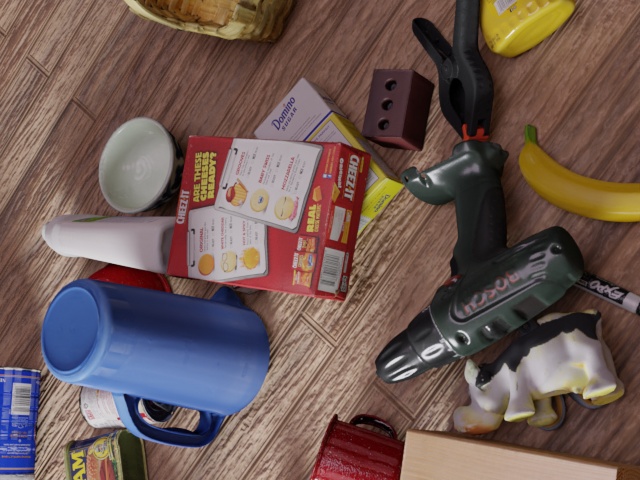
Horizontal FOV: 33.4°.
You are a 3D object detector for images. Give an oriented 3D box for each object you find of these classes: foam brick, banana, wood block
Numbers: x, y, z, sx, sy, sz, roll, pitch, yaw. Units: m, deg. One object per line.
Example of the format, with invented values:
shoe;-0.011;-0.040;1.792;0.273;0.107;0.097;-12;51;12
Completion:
foam brick;0.084;-0.142;1.166;0.053;0.051;0.078;7;84;33
banana;0.267;-0.055;1.041;0.198;0.037;0.069;27;95;33
wood block;0.186;0.239;1.002;0.206;0.090;0.091;4;82;33

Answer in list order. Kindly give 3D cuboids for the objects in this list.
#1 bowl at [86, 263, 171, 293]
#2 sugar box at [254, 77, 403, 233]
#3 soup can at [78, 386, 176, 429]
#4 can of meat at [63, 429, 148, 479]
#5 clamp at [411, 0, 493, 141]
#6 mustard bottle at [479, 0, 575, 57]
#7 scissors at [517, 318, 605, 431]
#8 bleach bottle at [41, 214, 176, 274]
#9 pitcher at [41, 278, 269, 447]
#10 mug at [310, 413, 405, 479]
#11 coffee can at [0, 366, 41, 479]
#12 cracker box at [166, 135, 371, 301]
bowl;-0.261;0.096;1.335;0.162;0.055;0.162;-7;77;31
sugar box;0.007;-0.093;1.209;0.093;0.048;0.176;-46;57;17
soup can;-0.232;0.191;1.289;0.102;0.068;0.068;-12;74;31
can of meat;-0.258;0.285;1.294;0.084;0.057;0.102;-18;72;25
clamp;0.149;-0.190;1.119;0.120;0.039;0.171;125;130;-62
mustard bottle;0.188;-0.295;1.126;0.096;0.058;0.192;-38;62;34
scissors;0.199;0.106;1.064;0.202;0.016;0.096;44;104;31
bleach bottle;-0.254;-0.003;1.335;0.251;0.102;0.068;6;98;39
pitcher;-0.180;0.125;1.164;0.145;0.242;0.149;-47;54;19
mug;0.043;0.223;1.074;0.081;0.117;0.093;16;129;9
coffee can;-0.416;0.236;1.375;0.103;0.102;0.140;-6;77;31
cracker box;-0.059;-0.027;1.171;0.214;0.072;0.164;6;85;37
